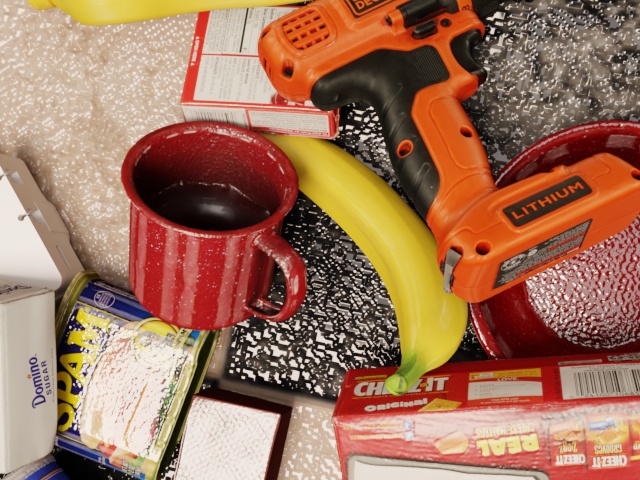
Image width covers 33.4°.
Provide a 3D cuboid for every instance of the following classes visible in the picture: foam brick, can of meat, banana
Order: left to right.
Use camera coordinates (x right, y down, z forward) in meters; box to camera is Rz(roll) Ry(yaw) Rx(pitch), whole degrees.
[{"bbox_3d":[-0.114,0.079,0.614,0.084,0.057,0.102,21,90,4],"label":"can of meat"},{"bbox_3d":[-0.051,0.127,0.608,0.053,0.051,0.078,13,90,7],"label":"foam brick"},{"bbox_3d":[0.029,-0.001,0.581,0.037,0.069,0.198,-58,44,31],"label":"banana"}]

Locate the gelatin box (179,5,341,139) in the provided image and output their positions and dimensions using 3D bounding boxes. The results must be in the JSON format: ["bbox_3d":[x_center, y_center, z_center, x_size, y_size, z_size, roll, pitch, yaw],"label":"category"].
[{"bbox_3d":[-0.030,-0.098,0.611,0.089,0.030,0.073,4,63,5],"label":"gelatin box"}]

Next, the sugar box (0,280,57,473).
[{"bbox_3d":[-0.223,0.062,0.593,0.176,0.048,0.093,8,102,28],"label":"sugar box"}]

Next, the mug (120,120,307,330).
[{"bbox_3d":[-0.054,0.001,0.579,0.117,0.081,0.093,33,47,22],"label":"mug"}]

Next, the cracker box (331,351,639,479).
[{"bbox_3d":[0.103,0.168,0.550,0.164,0.072,0.214,-6,106,11],"label":"cracker box"}]

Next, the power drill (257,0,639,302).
[{"bbox_3d":[0.084,-0.076,0.548,0.184,0.057,0.188,-27,65,-7],"label":"power drill"}]
